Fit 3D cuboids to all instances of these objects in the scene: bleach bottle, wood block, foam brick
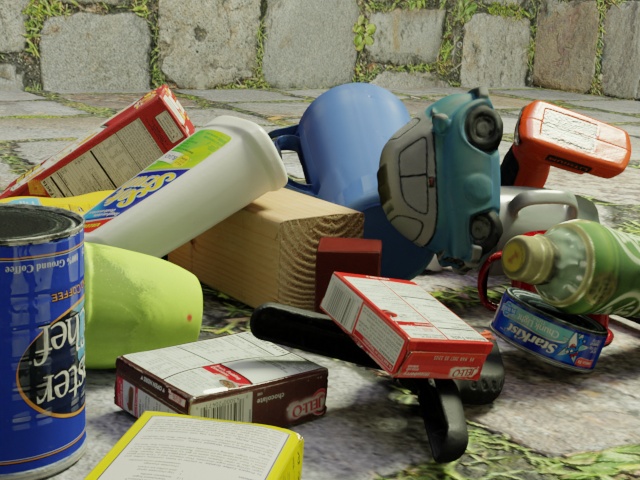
[{"bbox_3d":[-0.154,-0.013,0.905,0.250,0.068,0.103,-37,29,-19],"label":"bleach bottle"},{"bbox_3d":[-0.057,0.001,0.998,0.090,0.091,0.206,-7,16,-34],"label":"wood block"},{"bbox_3d":[0.023,0.040,0.873,0.053,0.078,0.051,3,14,4],"label":"foam brick"}]

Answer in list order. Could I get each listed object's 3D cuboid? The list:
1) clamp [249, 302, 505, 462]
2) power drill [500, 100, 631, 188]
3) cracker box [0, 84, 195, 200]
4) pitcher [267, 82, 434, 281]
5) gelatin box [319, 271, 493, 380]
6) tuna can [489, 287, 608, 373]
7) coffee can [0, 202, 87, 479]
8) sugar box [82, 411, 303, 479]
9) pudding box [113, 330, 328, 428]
[{"bbox_3d":[0.073,0.088,0.717,0.165,0.036,0.209,35,19,36],"label":"clamp"},{"bbox_3d":[0.228,-0.041,1.040,0.184,0.188,0.057,18,53,-2],"label":"power drill"},{"bbox_3d":[-0.237,-0.077,1.136,0.213,0.072,0.164,-33,14,1],"label":"cracker box"},{"bbox_3d":[0.037,-0.056,1.090,0.149,0.145,0.243,-35,27,14],"label":"pitcher"},{"bbox_3d":[0.054,0.055,0.680,0.073,0.030,0.089,8,22,-38],"label":"gelatin box"},{"bbox_3d":[0.175,0.068,0.819,0.086,0.034,0.086,20,10,-4],"label":"tuna can"},{"bbox_3d":[-0.188,0.056,0.619,0.103,0.140,0.103,2,13,-1],"label":"coffee can"},{"bbox_3d":[-0.071,0.138,0.503,0.093,0.048,0.176,5,17,11],"label":"sugar box"},{"bbox_3d":[-0.064,0.096,0.700,0.113,0.039,0.090,-6,16,-41],"label":"pudding box"}]
